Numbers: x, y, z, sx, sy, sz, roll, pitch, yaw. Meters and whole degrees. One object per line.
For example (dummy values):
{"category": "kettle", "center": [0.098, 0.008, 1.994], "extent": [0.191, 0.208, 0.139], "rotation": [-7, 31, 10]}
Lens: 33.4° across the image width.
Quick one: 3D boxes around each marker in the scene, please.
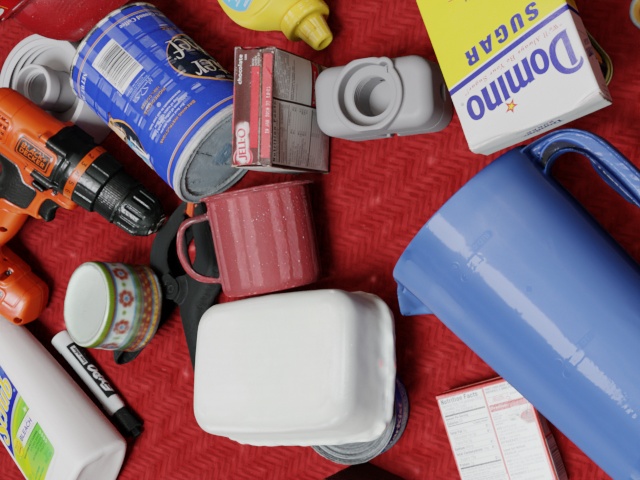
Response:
{"category": "marker", "center": [-0.201, 0.131, 0.963], "extent": [0.121, 0.020, 0.020], "rotation": [47, 109, 18]}

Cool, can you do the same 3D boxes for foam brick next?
{"category": "foam brick", "center": [0.032, 0.209, 0.820], "extent": [0.053, 0.078, 0.051], "rotation": [22, 100, 26]}

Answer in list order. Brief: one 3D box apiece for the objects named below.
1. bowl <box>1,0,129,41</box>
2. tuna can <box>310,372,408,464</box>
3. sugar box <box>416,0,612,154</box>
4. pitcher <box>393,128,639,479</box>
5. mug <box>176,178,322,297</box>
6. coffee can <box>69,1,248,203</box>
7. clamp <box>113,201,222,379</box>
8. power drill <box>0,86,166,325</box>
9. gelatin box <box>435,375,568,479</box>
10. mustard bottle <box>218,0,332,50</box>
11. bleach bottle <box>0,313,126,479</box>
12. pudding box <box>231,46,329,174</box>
{"category": "bowl", "center": [-0.191, -0.218, 0.904], "extent": [0.162, 0.162, 0.055], "rotation": [-32, 110, 22]}
{"category": "tuna can", "center": [0.026, 0.132, 0.846], "extent": [0.086, 0.033, 0.086], "rotation": [0, 90, 26]}
{"category": "sugar box", "center": [0.115, -0.154, 0.700], "extent": [0.093, 0.048, 0.176], "rotation": [-23, 80, 24]}
{"category": "pitcher", "center": [0.182, 0.052, 0.721], "extent": [0.144, 0.149, 0.243], "rotation": [-38, 74, -24]}
{"category": "mug", "center": [-0.056, 0.001, 0.849], "extent": [0.117, 0.093, 0.081], "rotation": [-10, 91, -4]}
{"category": "coffee can", "center": [-0.123, -0.114, 0.878], "extent": [0.140, 0.102, 0.103], "rotation": [43, 107, 19]}
{"category": "clamp", "center": [-0.111, 0.050, 0.907], "extent": [0.120, 0.039, 0.171], "rotation": [24, 103, 26]}
{"category": "power drill", "center": [-0.244, -0.016, 0.939], "extent": [0.184, 0.057, 0.188], "rotation": [37, 117, 4]}
{"category": "gelatin box", "center": [0.135, 0.147, 0.796], "extent": [0.073, 0.030, 0.089], "rotation": [-20, 82, 26]}
{"category": "mustard bottle", "center": [-0.052, -0.229, 0.867], "extent": [0.096, 0.058, 0.192], "rotation": [-46, 72, 29]}
{"category": "bleach bottle", "center": [-0.280, 0.133, 0.976], "extent": [0.251, 0.067, 0.103], "rotation": [44, 127, 24]}
{"category": "pudding box", "center": [-0.029, -0.098, 0.827], "extent": [0.039, 0.113, 0.090], "rotation": [3, 91, 25]}
